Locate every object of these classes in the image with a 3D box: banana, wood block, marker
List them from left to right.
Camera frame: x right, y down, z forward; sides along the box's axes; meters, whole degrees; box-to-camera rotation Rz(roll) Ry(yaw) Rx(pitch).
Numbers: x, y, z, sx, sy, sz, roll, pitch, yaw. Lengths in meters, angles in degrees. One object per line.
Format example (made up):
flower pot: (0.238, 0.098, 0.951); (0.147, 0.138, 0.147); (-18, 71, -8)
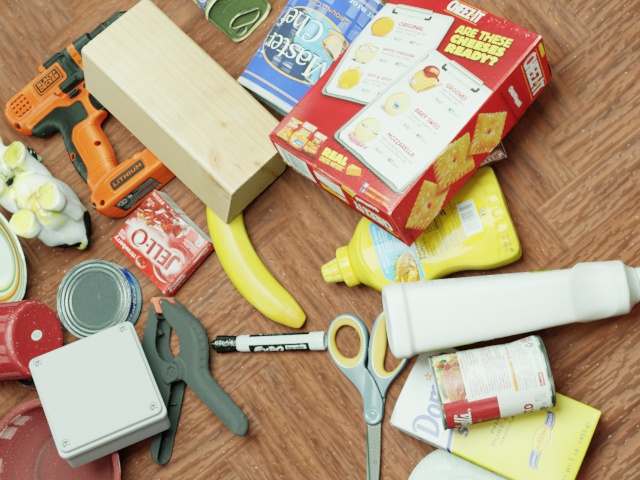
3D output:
wood block: (-0.133, -0.129, 1.066); (0.206, 0.091, 0.090); (43, 70, 7)
banana: (-0.075, 0.004, 1.097); (0.070, 0.037, 0.198); (-21, 78, 14)
marker: (-0.053, 0.104, 1.088); (0.121, 0.020, 0.020); (-3, 82, 15)

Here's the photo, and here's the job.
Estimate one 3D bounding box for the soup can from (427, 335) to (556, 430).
soup can: (0.153, 0.127, 0.957); (0.102, 0.068, 0.068); (-12, 80, 4)

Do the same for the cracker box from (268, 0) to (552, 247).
cracker box: (0.083, -0.122, 0.991); (0.164, 0.072, 0.213); (34, 78, 35)

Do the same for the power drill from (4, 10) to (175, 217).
power drill: (-0.227, -0.133, 1.149); (0.184, 0.057, 0.188); (-39, 73, 7)

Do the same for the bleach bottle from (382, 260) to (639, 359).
bleach bottle: (0.185, 0.056, 0.972); (0.251, 0.102, 0.068); (-8, 89, 1)

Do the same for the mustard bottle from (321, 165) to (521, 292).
mustard bottle: (0.092, 0.003, 1.041); (0.192, 0.058, 0.096); (-20, 76, 12)

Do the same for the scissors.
scissors: (0.036, 0.159, 1.059); (0.096, 0.016, 0.202); (16, 87, 18)

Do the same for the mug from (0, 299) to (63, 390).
mug: (-0.321, 0.115, 1.121); (0.082, 0.093, 0.117); (-8, 124, 29)

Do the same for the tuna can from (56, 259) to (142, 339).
tuna can: (-0.234, 0.064, 1.135); (0.086, 0.033, 0.086); (-2, 82, 15)

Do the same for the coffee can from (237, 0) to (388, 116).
coffee can: (-0.004, -0.189, 1.068); (0.103, 0.102, 0.140); (33, 92, 17)

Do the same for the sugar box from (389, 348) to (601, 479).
sugar box: (0.162, 0.168, 1.002); (0.176, 0.048, 0.093); (22, 79, 14)

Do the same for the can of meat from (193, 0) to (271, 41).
can of meat: (-0.109, -0.264, 1.108); (0.057, 0.102, 0.084); (-45, 72, 7)

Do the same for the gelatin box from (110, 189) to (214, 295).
gelatin box: (-0.165, 0.002, 1.126); (0.089, 0.030, 0.073); (44, 97, 17)

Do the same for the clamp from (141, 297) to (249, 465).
clamp: (-0.133, 0.137, 1.090); (0.120, 0.039, 0.171); (-13, 82, 22)

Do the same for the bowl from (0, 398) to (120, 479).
bowl: (-0.271, 0.244, 1.111); (0.162, 0.055, 0.162); (-2, 82, 15)
